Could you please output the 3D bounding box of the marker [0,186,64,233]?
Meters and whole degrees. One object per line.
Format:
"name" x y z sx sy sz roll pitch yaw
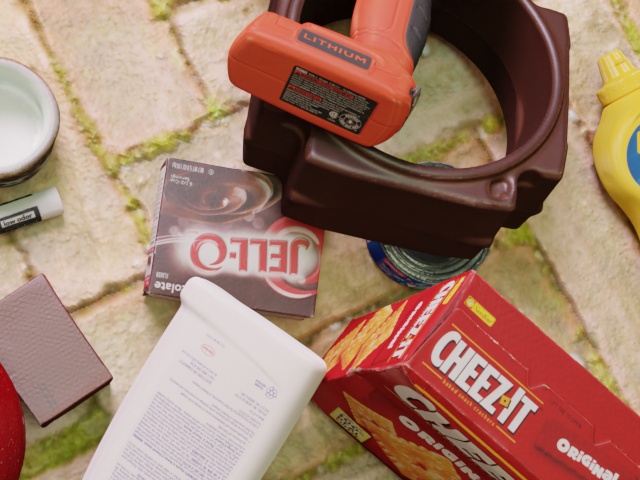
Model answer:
"marker" -0.222 -0.007 0.671 0.121 0.020 0.020 -20 85 -17

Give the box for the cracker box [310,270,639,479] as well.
"cracker box" 0.090 0.109 0.626 0.164 0.214 0.072 40 73 -4

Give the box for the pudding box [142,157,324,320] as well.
"pudding box" -0.055 0.001 0.701 0.113 0.039 0.090 9 79 -12

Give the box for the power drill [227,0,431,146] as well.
"power drill" 0.012 -0.160 0.633 0.184 0.057 0.187 24 61 -3

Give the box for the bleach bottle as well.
"bleach bottle" -0.103 0.152 0.633 0.102 0.068 0.251 34 88 9

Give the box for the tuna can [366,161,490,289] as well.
"tuna can" 0.074 -0.009 0.738 0.086 0.034 0.086 3 79 -14

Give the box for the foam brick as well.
"foam brick" -0.170 0.069 0.653 0.053 0.051 0.078 -33 89 -16
